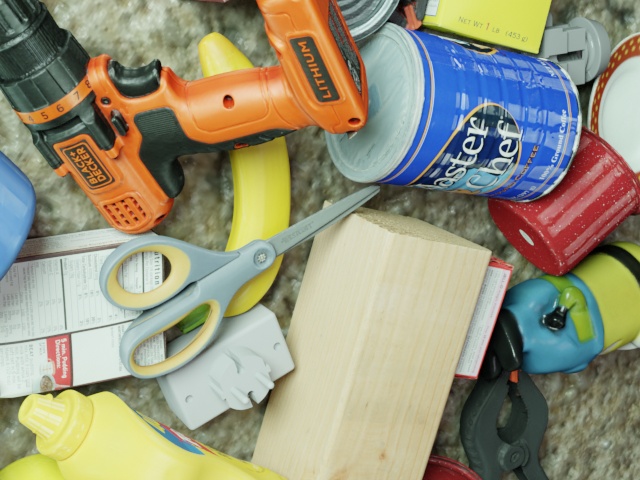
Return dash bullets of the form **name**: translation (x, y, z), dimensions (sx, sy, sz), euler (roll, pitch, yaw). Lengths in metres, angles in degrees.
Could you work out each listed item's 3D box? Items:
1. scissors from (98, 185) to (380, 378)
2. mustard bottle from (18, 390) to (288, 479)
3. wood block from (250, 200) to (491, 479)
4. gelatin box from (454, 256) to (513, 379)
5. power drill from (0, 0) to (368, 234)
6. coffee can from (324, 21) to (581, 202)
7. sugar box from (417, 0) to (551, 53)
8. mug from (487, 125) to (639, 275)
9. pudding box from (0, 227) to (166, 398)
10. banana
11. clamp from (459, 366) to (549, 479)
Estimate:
- **scissors**: translation (-0.054, 0.001, 0.663), dimensions (0.201, 0.016, 0.096), euler (-44, 122, -13)
- **mustard bottle**: translation (-0.104, 0.142, 0.670), dimensions (0.191, 0.096, 0.058), euler (33, 77, -32)
- **wood block**: translation (0.032, 0.087, 0.743), dimensions (0.090, 0.091, 0.206), euler (10, 100, -33)
- **gelatin box**: translation (0.095, 0.046, 0.777), dimensions (0.030, 0.073, 0.089), euler (11, 100, -33)
- **power drill**: translation (-0.080, -0.095, 0.582), dimensions (0.188, 0.057, 0.184), euler (-16, 133, 17)
- **coffee can**: translation (0.088, -0.083, 0.714), dimensions (0.140, 0.103, 0.103), euler (5, 103, -32)
- **sugar box**: translation (0.126, -0.224, 0.726), dimensions (0.093, 0.048, 0.176), euler (7, 103, -32)
- **mug**: translation (0.182, -0.024, 0.807), dimensions (0.081, 0.093, 0.117), euler (-42, 157, -8)
- **pudding box**: translation (-0.151, 0.042, 0.652), dimensions (0.113, 0.039, 0.090), euler (-9, 109, -30)
- **banana**: translation (-0.050, -0.032, 0.688), dimensions (0.069, 0.037, 0.198), euler (-3, 107, -32)
- **clamp**: translation (0.159, 0.176, 0.877), dimensions (0.120, 0.039, 0.171), euler (-1, 106, -32)
